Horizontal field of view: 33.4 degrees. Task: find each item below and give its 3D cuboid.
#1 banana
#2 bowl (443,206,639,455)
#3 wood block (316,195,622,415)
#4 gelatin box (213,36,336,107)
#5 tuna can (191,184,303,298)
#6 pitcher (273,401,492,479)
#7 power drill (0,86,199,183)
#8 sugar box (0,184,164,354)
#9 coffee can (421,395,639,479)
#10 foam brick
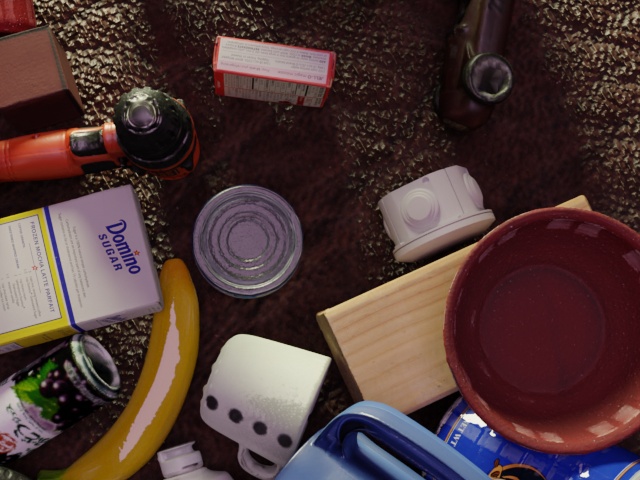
[{"bbox_3d":[-0.134,0.111,0.794,0.069,0.037,0.198,31,83,-1],"label":"banana"},{"bbox_3d":[0.157,0.060,0.718,0.162,0.055,0.162,0,86,-5],"label":"bowl"},{"bbox_3d":[0.110,0.052,0.790,0.206,0.091,0.090,-24,87,-5],"label":"wood block"},{"bbox_3d":[-0.035,-0.127,0.805,0.089,0.073,0.030,7,84,-3],"label":"gelatin box"},{"bbox_3d":[-0.055,0.001,0.812,0.086,0.034,0.086,0,85,-4],"label":"tuna can"},{"bbox_3d":[0.076,0.223,0.686,0.243,0.149,0.145,29,73,24],"label":"pitcher"},{"bbox_3d":[-0.179,-0.064,0.737,0.187,0.184,0.057,-5,86,-2],"label":"power drill"},{"bbox_3d":[-0.209,0.028,0.773,0.176,0.048,0.093,-14,79,-6],"label":"sugar box"},{"bbox_3d":[0.156,0.173,0.743,0.140,0.102,0.103,24,81,38],"label":"coffee can"},{"bbox_3d":[-0.212,-0.118,0.791,0.051,0.078,0.053,-18,84,-5],"label":"foam brick"}]
